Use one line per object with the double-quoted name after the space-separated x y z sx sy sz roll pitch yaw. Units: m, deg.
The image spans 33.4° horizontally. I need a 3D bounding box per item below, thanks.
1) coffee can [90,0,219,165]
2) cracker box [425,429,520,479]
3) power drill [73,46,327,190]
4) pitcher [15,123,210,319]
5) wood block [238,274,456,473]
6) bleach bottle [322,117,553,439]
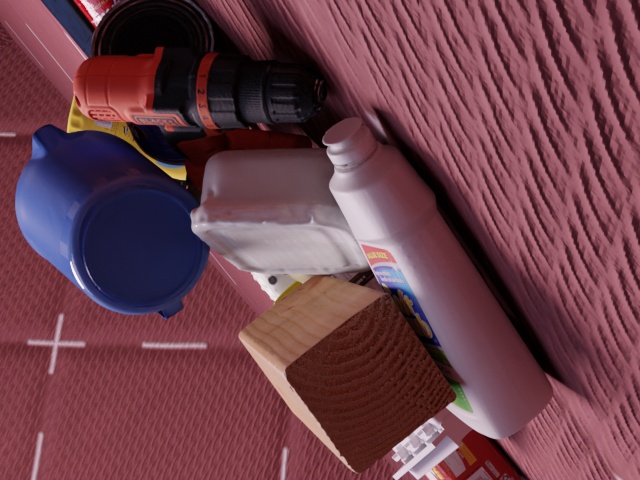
-0.132 -0.137 0.930 0.103 0.102 0.140 47 171 15 "coffee can"
0.138 0.232 1.266 0.164 0.072 0.214 51 173 -3 "cracker box"
-0.066 -0.087 0.799 0.185 0.057 0.187 6 165 18 "power drill"
-0.169 -0.008 0.896 0.149 0.145 0.243 12 -174 -24 "pitcher"
0.011 0.091 0.803 0.091 0.090 0.206 55 171 -9 "wood block"
0.070 0.022 0.729 0.250 0.068 0.103 57 170 -28 "bleach bottle"
